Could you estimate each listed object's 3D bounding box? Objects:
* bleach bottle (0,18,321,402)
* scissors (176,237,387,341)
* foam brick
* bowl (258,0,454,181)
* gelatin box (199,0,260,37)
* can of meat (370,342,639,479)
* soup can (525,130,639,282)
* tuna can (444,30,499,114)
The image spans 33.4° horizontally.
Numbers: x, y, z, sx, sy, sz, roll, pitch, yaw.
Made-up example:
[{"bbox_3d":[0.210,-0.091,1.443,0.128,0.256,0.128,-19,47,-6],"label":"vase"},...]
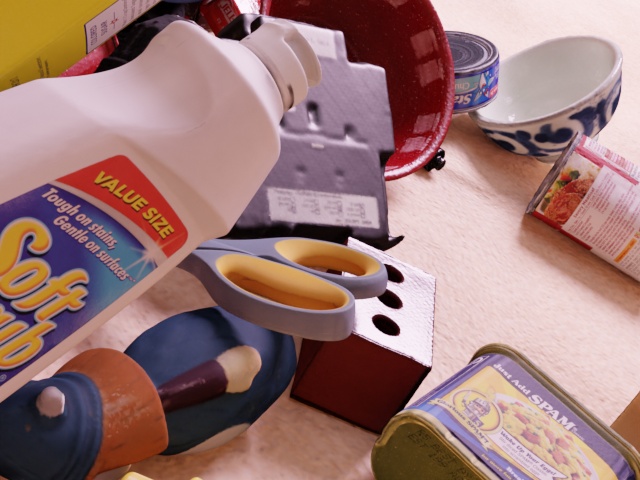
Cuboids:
[{"bbox_3d":[-0.105,-0.005,0.347,0.250,0.102,0.068,-37,44,-20],"label":"bleach bottle"},{"bbox_3d":[-0.053,0.001,0.503,0.202,0.016,0.096,24,24,38],"label":"scissors"},{"bbox_3d":[0.023,0.046,0.525,0.053,0.051,0.078,24,32,-8],"label":"foam brick"},{"bbox_3d":[0.012,-0.112,0.695,0.161,0.055,0.162,9,75,-36],"label":"bowl"},{"bbox_3d":[-0.033,-0.142,0.738,0.089,0.030,0.073,-34,97,-55],"label":"gelatin box"},{"bbox_3d":[0.084,0.105,0.485,0.102,0.058,0.083,41,36,21],"label":"can of meat"},{"bbox_3d":[0.205,-0.021,0.744,0.102,0.069,0.068,33,32,6],"label":"soup can"},{"bbox_3d":[0.093,-0.129,0.811,0.086,0.034,0.086,-2,33,1],"label":"tuna can"}]
